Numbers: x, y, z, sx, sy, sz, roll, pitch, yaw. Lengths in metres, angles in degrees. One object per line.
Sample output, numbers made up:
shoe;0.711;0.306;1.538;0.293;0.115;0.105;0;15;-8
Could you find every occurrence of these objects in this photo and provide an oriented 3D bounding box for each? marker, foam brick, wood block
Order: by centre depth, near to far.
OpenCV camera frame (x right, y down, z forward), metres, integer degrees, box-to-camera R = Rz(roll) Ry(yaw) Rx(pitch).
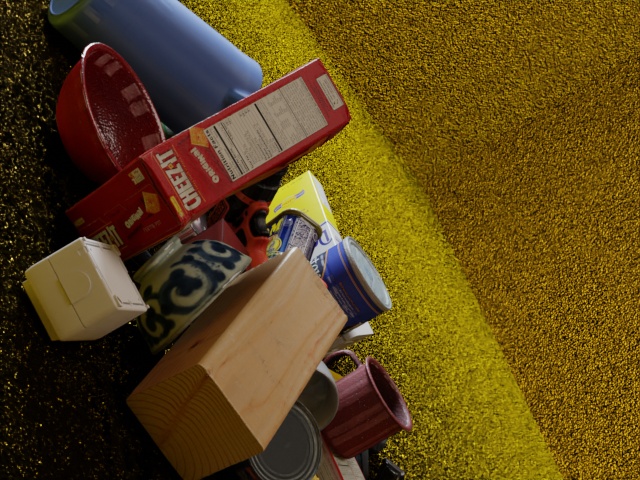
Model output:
wood block;-0.065;0.101;0.921;0.090;0.091;0.205;55;32;-11
marker;-0.149;0.045;1.044;0.121;0.020;0.020;52;13;-30
foam brick;-0.116;0.026;1.087;0.053;0.078;0.051;53;12;-26

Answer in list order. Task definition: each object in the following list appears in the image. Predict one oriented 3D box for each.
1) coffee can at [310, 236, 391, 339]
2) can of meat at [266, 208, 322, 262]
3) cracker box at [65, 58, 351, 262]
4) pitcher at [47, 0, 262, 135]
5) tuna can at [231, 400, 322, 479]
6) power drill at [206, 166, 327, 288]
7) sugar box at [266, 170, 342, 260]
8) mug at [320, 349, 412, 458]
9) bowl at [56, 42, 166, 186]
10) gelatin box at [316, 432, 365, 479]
coffee can;0.001;0.074;1.302;0.102;0.140;0.103;55;12;-18
can of meat;-0.052;0.024;1.251;0.057;0.102;0.084;37;45;-20
cracker box;-0.097;-0.065;0.945;0.213;0.164;0.072;-35;96;-36
pitcher;-0.198;-0.225;1.248;0.242;0.149;0.145;38;38;-37
tuna can;-0.042;0.185;0.965;0.086;0.034;0.086;16;63;-35
power drill;-0.057;0.001;1.143;0.057;0.185;0.188;7;42;-34
sugar box;-0.025;-0.012;1.531;0.048;0.093;0.176;48;16;-41
mug;0.037;0.178;1.184;0.117;0.081;0.093;60;13;13
bowl;-0.211;-0.109;1.048;0.162;0.055;0.162;-21;90;-75
gelatin box;0.014;0.247;1.193;0.089;0.030;0.073;62;13;23
